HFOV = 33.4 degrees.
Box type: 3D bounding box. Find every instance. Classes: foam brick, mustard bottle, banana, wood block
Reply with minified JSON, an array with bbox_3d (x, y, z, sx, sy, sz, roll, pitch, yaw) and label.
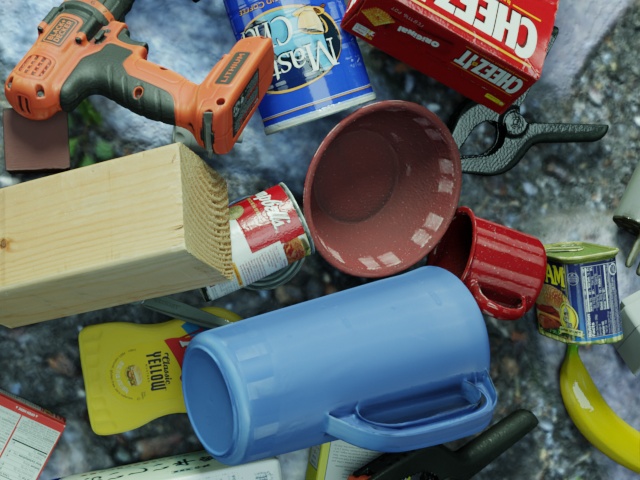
[{"bbox_3d":[-0.238,-0.083,0.899,0.053,0.078,0.051,-2,92,-12],"label":"foam brick"},{"bbox_3d":[-0.112,0.109,0.944,0.191,0.058,0.096,-8,86,-12],"label":"mustard bottle"},{"bbox_3d":[0.295,0.181,1.044,0.069,0.037,0.197,-45,100,-5],"label":"banana"},{"bbox_3d":[-0.183,0.000,0.850,0.206,0.090,0.091,-12,69,17],"label":"wood block"}]

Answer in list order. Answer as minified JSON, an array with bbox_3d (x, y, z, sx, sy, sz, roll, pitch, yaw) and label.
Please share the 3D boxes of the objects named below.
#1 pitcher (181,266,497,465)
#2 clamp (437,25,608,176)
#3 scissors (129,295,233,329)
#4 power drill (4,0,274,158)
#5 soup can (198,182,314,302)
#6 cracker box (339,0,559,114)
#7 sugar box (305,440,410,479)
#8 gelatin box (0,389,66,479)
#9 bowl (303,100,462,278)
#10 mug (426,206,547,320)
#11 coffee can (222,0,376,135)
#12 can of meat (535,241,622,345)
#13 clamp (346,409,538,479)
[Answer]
[{"bbox_3d":[0.018,0.111,0.886,0.242,0.149,0.145,-11,84,-32],"label":"pitcher"},{"bbox_3d":[0.188,-0.107,1.007,0.171,0.039,0.120,-40,95,-1],"label":"clamp"},{"bbox_3d":[-0.166,0.026,0.923,0.202,0.016,0.096,4,82,5],"label":"scissors"},{"bbox_3d":[-0.136,-0.151,0.870,0.188,0.057,0.184,16,54,12],"label":"power drill"},{"bbox_3d":[-0.065,0.002,0.907,0.102,0.068,0.068,-25,98,-9],"label":"soup can"},{"bbox_3d":[0.128,-0.241,0.929,0.164,0.072,0.213,26,60,-12],"label":"cracker box"},{"bbox_3d":[0.033,0.231,0.988,0.093,0.048,0.176,10,94,-13],"label":"sugar box"},{"bbox_3d":[-0.274,0.182,0.929,0.073,0.030,0.089,28,87,-13],"label":"gelatin box"},{"bbox_3d":[0.046,-0.050,0.957,0.161,0.055,0.162,-9,110,-26],"label":"bowl"},{"bbox_3d":[0.155,0.031,0.971,0.081,0.117,0.093,17,119,-17],"label":"mug"},{"bbox_3d":[-0.021,-0.173,0.927,0.102,0.103,0.140,-19,96,-10],"label":"coffee can"},{"bbox_3d":[0.237,0.048,0.994,0.057,0.102,0.084,-9,97,-12],"label":"can of meat"},{"bbox_3d":[0.116,0.220,0.979,0.209,0.036,0.164,20,85,-35],"label":"clamp"}]
